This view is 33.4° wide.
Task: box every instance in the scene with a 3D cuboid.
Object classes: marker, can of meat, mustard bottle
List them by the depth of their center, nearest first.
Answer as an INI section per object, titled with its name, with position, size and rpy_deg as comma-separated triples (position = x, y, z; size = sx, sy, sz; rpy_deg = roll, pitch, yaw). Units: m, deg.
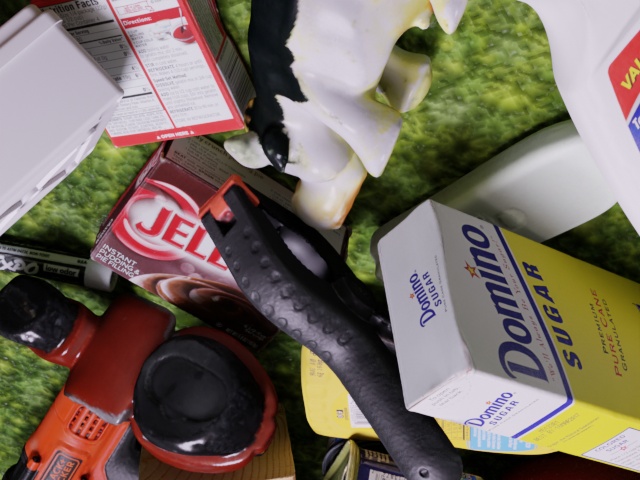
[mustard bottle]
position = 0.088, 0.082, 0.603
size = 0.192, 0.058, 0.096
rpy_deg = 4, 136, 11
[marker]
position = -0.180, 0.010, 0.629
size = 0.121, 0.020, 0.020
rpy_deg = 10, 136, 4
[can of meat]
position = 0.044, 0.168, 0.642
size = 0.084, 0.057, 0.102
rpy_deg = 15, 148, -4

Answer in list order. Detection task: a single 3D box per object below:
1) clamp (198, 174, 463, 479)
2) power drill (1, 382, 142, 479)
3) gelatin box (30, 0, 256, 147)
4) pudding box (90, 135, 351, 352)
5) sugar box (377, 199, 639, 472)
[clamp]
position = 0.010, 0.042, 0.494
size = 0.171, 0.120, 0.039
rpy_deg = 40, 103, -9
[power drill]
position = -0.127, 0.192, 0.730
size = 0.187, 0.057, 0.185
rpy_deg = 27, 109, -18
[gelatin box]
position = -0.080, -0.089, 0.498
size = 0.073, 0.030, 0.089
rpy_deg = -6, 132, 22
[pudding box]
position = -0.054, 0.001, 0.573
size = 0.113, 0.039, 0.090
rpy_deg = 30, 133, -16
[sugar box]
position = 0.113, 0.050, 0.507
size = 0.176, 0.093, 0.048
rpy_deg = 21, 134, -33
